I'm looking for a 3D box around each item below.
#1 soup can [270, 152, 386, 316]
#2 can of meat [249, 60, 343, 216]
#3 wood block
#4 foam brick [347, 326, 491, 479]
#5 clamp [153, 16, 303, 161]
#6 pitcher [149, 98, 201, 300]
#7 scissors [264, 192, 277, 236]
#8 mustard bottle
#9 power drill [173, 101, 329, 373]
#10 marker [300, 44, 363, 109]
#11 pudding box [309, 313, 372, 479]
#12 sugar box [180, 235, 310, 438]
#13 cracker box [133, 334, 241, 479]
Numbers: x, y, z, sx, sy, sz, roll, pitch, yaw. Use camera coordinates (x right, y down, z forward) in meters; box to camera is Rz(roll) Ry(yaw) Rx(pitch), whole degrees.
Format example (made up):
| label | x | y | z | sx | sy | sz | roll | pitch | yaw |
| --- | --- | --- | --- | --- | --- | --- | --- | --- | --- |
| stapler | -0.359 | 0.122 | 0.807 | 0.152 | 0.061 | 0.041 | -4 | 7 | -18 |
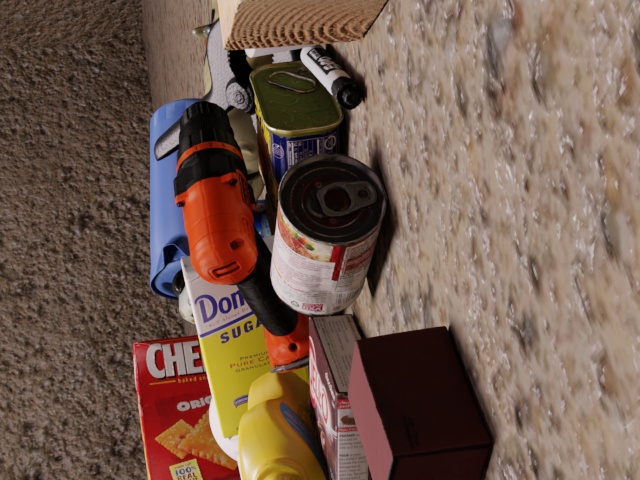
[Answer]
| label | x | y | z | sx | sy | sz | roll | pitch | yaw |
| --- | --- | --- | --- | --- | --- | --- | --- | --- | --- |
| soup can | 0.003 | -0.001 | 0.704 | 0.102 | 0.068 | 0.068 | 101 | 160 | -59 |
| can of meat | -0.018 | -0.074 | 0.800 | 0.102 | 0.057 | 0.084 | -109 | 14 | -52 |
| wood block | -0.023 | -0.230 | 0.646 | 0.090 | 0.090 | 0.206 | 142 | 121 | -77 |
| foam brick | 0.049 | 0.093 | 0.557 | 0.051 | 0.053 | 0.078 | 94 | 165 | -45 |
| clamp | -0.050 | -0.113 | 0.879 | 0.036 | 0.165 | 0.210 | -39 | -23 | -52 |
| pitcher | -0.152 | -0.049 | 1.360 | 0.149 | 0.144 | 0.243 | 128 | 140 | -58 |
| scissors | -0.028 | 0.000 | 1.002 | 0.202 | 0.016 | 0.096 | -112 | 19 | -54 |
| mustard bottle | -0.025 | 0.167 | 0.832 | 0.096 | 0.058 | 0.191 | 60 | -174 | -6 |
| power drill | -0.055 | 0.001 | 0.835 | 0.184 | 0.057 | 0.187 | -101 | -15 | -46 |
| marker | 0.007 | -0.115 | 0.742 | 0.121 | 0.020 | 0.020 | -119 | 25 | -63 |
| pudding box | 0.017 | 0.118 | 0.771 | 0.113 | 0.039 | 0.090 | -118 | 24 | -63 |
| sugar box | -0.064 | 0.090 | 0.976 | 0.048 | 0.093 | 0.176 | -118 | 16 | -60 |
| cracker box | -0.110 | 0.199 | 1.147 | 0.072 | 0.164 | 0.214 | 98 | 162 | -47 |
